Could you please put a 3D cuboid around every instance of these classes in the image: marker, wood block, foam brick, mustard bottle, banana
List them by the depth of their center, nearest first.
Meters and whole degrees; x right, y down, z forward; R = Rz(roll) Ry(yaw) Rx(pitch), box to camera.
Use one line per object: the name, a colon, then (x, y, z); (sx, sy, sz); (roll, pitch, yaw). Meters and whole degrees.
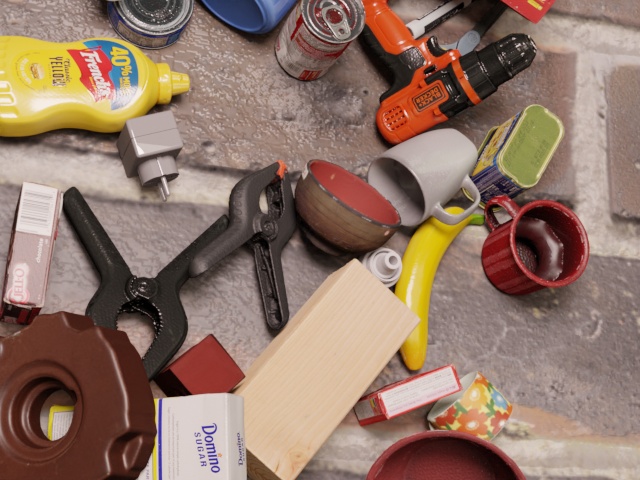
foam brick: (-0.113, 0.127, 0.990); (0.051, 0.078, 0.053); (-40, 91, -25)
wood block: (-0.010, 0.128, 1.018); (0.091, 0.090, 0.206); (43, 67, -4)
mustard bottle: (-0.222, -0.151, 1.037); (0.191, 0.058, 0.096); (-4, 66, -20)
banana: (0.114, 0.036, 1.113); (0.069, 0.037, 0.197); (31, 68, -9)
marker: (0.144, -0.263, 1.213); (0.121, 0.020, 0.020); (-34, 88, -23)

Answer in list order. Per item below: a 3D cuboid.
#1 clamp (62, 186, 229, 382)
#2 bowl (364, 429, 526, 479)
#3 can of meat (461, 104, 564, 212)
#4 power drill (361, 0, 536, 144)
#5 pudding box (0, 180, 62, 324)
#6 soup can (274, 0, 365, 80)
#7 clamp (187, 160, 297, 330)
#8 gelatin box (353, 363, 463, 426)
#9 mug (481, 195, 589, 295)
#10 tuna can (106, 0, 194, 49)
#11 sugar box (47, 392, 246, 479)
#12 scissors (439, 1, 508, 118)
clamp: (-0.178, 0.044, 0.995); (0.164, 0.036, 0.210); (16, 57, -11)
bowl: (0.122, 0.244, 1.025); (0.162, 0.055, 0.162); (3, 107, 10)
can of meat: (0.208, -0.090, 1.153); (0.057, 0.084, 0.102); (35, 67, -7)
power drill: (0.112, -0.219, 1.126); (0.185, 0.057, 0.188); (-29, 78, 18)
pudding box: (-0.263, 0.014, 0.963); (0.039, 0.090, 0.113); (12, 72, -17)
soup can: (-0.003, -0.215, 1.105); (0.068, 0.102, 0.068); (5, 74, -18)
clamp: (-0.057, 0.001, 1.053); (0.120, 0.039, 0.171); (47, 50, -30)
gelatin box: (0.085, 0.152, 1.052); (0.089, 0.073, 0.030); (-19, 83, -22)
mug: (0.216, 0.003, 1.132); (0.093, 0.082, 0.117); (-42, 92, -23)
tuna can: (-0.173, -0.242, 1.092); (0.086, 0.034, 0.086); (5, 74, -18)
sugar box: (-0.152, 0.185, 0.929); (0.176, 0.048, 0.093); (-6, 76, 16)
scissors: (0.175, -0.208, 1.211); (0.201, 0.016, 0.096); (-31, 89, -23)
